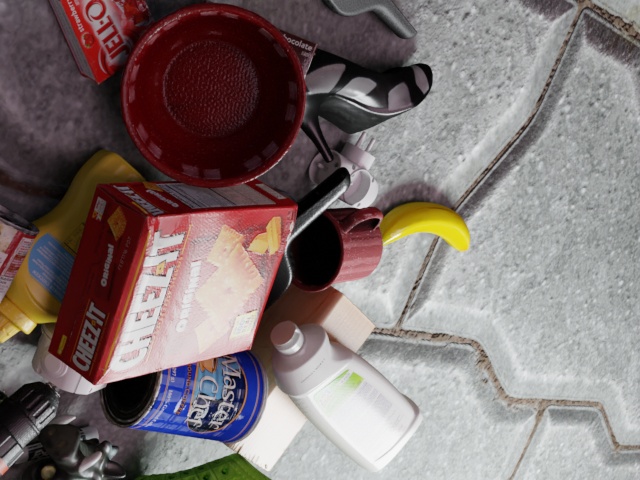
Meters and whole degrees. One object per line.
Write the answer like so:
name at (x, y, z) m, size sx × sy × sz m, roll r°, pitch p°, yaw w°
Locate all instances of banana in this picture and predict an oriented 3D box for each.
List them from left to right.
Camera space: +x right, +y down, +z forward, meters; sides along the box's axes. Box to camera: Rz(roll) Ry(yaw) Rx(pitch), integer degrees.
banana at (0.133, -0.016, 1.336) m, size 0.197 × 0.037 × 0.070 m, roll -1°, pitch 131°, yaw -44°

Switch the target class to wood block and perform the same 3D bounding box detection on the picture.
wood block at (-0.044, 0.143, 1.206) m, size 0.206 × 0.090 × 0.090 m, roll -53°, pitch 139°, yaw -7°

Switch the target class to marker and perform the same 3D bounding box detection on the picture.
marker at (-0.277, 0.207, 1.060) m, size 0.120 × 0.020 × 0.020 m, roll -9°, pitch 119°, yaw -43°

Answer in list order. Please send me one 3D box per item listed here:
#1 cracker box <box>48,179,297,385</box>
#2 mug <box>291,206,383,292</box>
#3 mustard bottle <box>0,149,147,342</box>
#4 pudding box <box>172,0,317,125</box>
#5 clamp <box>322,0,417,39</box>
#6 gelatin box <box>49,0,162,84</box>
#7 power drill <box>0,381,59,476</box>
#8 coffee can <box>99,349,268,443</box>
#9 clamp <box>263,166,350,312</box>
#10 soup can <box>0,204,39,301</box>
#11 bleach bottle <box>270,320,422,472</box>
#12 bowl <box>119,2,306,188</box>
cracker box at (-0.126, 0.032, 0.969) m, size 0.213 × 0.072 × 0.164 m, roll -7°, pitch 122°, yaw -55°
mug at (0.021, -0.001, 1.150) m, size 0.081 × 0.093 × 0.117 m, roll -6°, pitch 150°, yaw -50°
mustard bottle at (-0.226, 0.016, 0.962) m, size 0.191 × 0.058 × 0.096 m, roll -48°, pitch 122°, yaw -12°
pudding box at (-0.071, -0.162, 0.991) m, size 0.113 × 0.039 × 0.090 m, roll 19°, pitch 102°, yaw -14°
clamp at (0.058, -0.276, 1.094) m, size 0.171 × 0.039 × 0.120 m, roll 2°, pitch 110°, yaw -46°
gelatin box at (-0.182, -0.189, 0.907) m, size 0.073 × 0.030 × 0.089 m, roll -39°, pitch 136°, yaw -23°
power drill at (-0.332, 0.140, 0.890) m, size 0.184 × 0.057 × 0.187 m, roll -45°, pitch 117°, yaw -23°
coffee can at (-0.138, 0.148, 1.089) m, size 0.140 × 0.103 × 0.103 m, roll 19°, pitch 99°, yaw -42°
clamp at (-0.057, 0.001, 1.106) m, size 0.164 × 0.036 × 0.210 m, roll 1°, pitch 123°, yaw -8°
soup can at (-0.290, 0.020, 0.895) m, size 0.068 × 0.069 × 0.102 m, roll 28°, pitch 93°, yaw -50°
bleach bottle at (0.021, 0.157, 1.164) m, size 0.102 × 0.068 × 0.250 m, roll -50°, pitch 136°, yaw -12°
bowl at (-0.096, -0.130, 0.946) m, size 0.162 × 0.055 × 0.162 m, roll -2°, pitch 107°, yaw -7°
